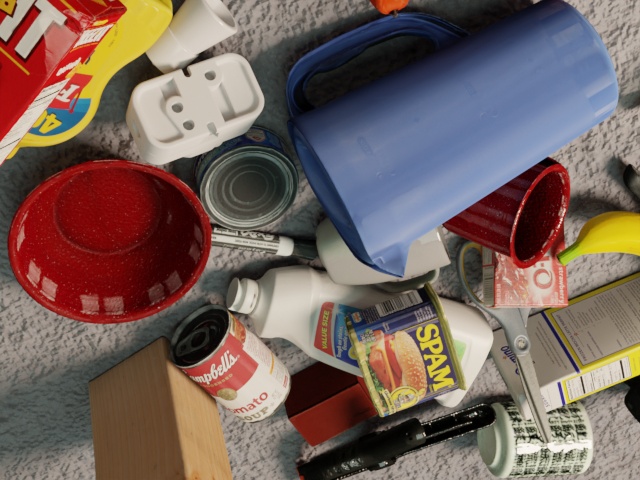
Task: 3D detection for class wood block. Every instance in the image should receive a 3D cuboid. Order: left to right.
[{"bbox_3d":[-0.137,0.196,0.937,0.091,0.206,0.090,-32,127,7],"label":"wood block"}]

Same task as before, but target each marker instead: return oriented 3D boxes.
[{"bbox_3d":[-0.056,0.001,0.937,0.121,0.020,0.020,8,122,-21],"label":"marker"}]

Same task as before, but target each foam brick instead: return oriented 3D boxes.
[{"bbox_3d":[0.008,0.154,1.044,0.078,0.051,0.053,-28,128,6],"label":"foam brick"}]

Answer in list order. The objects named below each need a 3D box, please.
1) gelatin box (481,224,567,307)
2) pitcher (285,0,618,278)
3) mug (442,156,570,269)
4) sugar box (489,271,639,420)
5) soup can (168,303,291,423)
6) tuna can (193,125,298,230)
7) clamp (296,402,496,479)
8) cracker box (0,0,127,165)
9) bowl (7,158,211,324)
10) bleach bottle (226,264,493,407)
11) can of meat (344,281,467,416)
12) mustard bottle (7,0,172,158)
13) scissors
[{"bbox_3d":[0.187,0.017,0.979,0.073,0.030,0.089,1,85,-14],"label":"gelatin box"},{"bbox_3d":[0.099,-0.099,0.838,0.242,0.145,0.149,-29,131,-5],"label":"pitcher"},{"bbox_3d":[0.162,-0.040,0.919,0.117,0.082,0.093,-42,140,-30],"label":"mug"},{"bbox_3d":[0.261,0.102,1.050,0.176,0.093,0.048,-24,129,3],"label":"sugar box"},{"bbox_3d":[-0.082,0.114,0.981,0.068,0.068,0.102,-34,127,10],"label":"soup can"},{"bbox_3d":[-0.062,-0.051,0.888,0.086,0.034,0.086,-7,126,-10],"label":"tuna can"},{"bbox_3d":[0.056,0.209,1.062,0.210,0.036,0.164,-25,163,24],"label":"clamp"},{"bbox_3d":[-0.263,-0.129,0.717,0.164,0.072,0.214,42,109,-7],"label":"cracker box"},{"bbox_3d":[-0.173,-0.010,0.874,0.162,0.055,0.162,-7,126,-10],"label":"bowl"},{"bbox_3d":[0.031,0.083,0.993,0.250,0.068,0.103,15,118,-22],"label":"bleach bottle"},{"bbox_3d":[0.074,0.098,0.943,0.084,0.057,0.102,-20,117,-1],"label":"can of meat"},{"bbox_3d":[-0.201,-0.127,0.781,0.096,0.058,0.192,34,111,-27],"label":"mustard bottle"},{"bbox_3d":[0.198,0.080,1.001,0.096,0.016,0.202,-32,93,-12],"label":"scissors"}]
